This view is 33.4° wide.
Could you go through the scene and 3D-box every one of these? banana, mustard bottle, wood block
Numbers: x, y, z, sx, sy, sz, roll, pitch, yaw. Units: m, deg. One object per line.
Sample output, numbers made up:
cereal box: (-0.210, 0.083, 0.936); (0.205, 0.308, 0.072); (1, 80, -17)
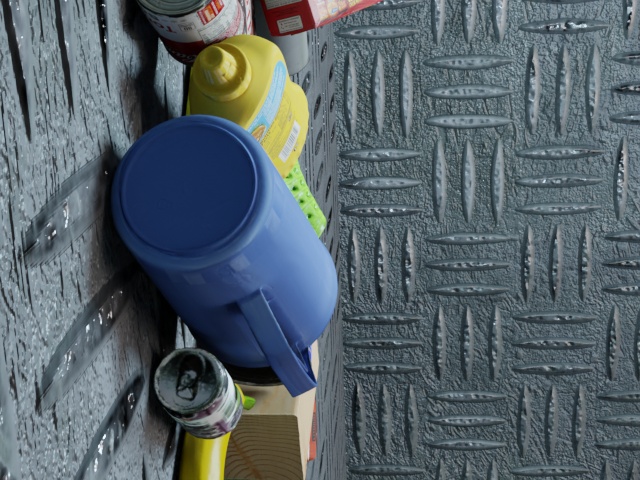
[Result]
banana: (-0.088, 0.186, 0.898); (0.069, 0.037, 0.197); (44, 33, -24)
mustard bottle: (-0.058, -0.103, 0.816); (0.096, 0.058, 0.191); (-65, 166, -7)
wood block: (-0.055, 0.152, 1.113); (0.206, 0.090, 0.091); (-82, 170, -60)

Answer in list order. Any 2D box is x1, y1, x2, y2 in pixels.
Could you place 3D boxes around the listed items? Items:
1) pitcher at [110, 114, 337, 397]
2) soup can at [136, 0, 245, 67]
pitcher: (-0.062, 0.013, 0.779); (0.243, 0.149, 0.145); (66, 43, -70)
soup can: (-0.096, -0.176, 0.781); (0.102, 0.068, 0.068); (65, 25, -78)
